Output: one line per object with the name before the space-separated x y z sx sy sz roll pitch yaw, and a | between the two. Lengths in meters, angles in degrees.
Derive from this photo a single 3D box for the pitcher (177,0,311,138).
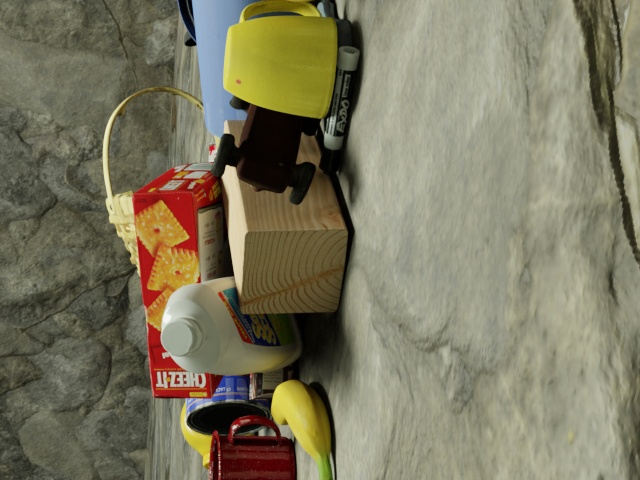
pitcher | -0.077 -0.230 1.091 0.149 0.145 0.243 -107 16 -67

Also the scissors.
scissors | 0.010 -0.217 1.001 0.096 0.016 0.202 127 144 -67

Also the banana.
banana | -0.023 0.167 1.018 0.198 0.037 0.069 -150 65 -76

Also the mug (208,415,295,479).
mug | -0.072 0.237 1.127 0.093 0.081 0.117 -119 34 -68

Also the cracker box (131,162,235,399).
cracker box | -0.137 0.037 1.118 0.164 0.072 0.214 -63 -29 -74

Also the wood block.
wood block | -0.039 -0.028 1.005 0.206 0.090 0.090 -106 19 -55

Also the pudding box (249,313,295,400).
pudding box | -0.054 0.127 1.167 0.114 0.039 0.090 137 134 -73

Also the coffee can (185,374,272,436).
coffee can | -0.112 0.151 1.282 0.103 0.102 0.140 110 159 -55

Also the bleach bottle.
bleach bottle | -0.085 0.085 0.983 0.250 0.068 0.102 -4 -108 -77

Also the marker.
marker | 0.016 -0.112 0.943 0.020 0.020 0.121 -106 22 -56
